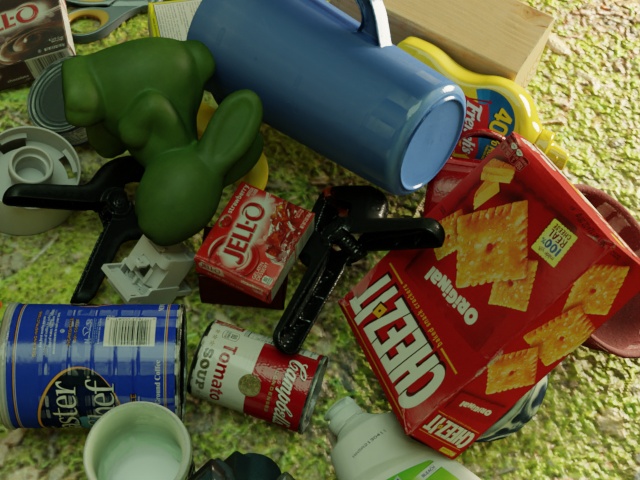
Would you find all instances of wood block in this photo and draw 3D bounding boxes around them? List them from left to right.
[{"bbox_3d":[0.118,-0.214,1.087,0.206,0.090,0.090,29,61,13],"label":"wood block"}]

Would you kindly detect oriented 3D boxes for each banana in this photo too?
[{"bbox_3d":[-0.110,-0.100,1.025,0.069,0.037,0.198,-18,52,-45],"label":"banana"}]

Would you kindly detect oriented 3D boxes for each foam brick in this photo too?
[{"bbox_3d":[-0.068,0.025,0.950,0.078,0.051,0.053,6,59,0],"label":"foam brick"}]

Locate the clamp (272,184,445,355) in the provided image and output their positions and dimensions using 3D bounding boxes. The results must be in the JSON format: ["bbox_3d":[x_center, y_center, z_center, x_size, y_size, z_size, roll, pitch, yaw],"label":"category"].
[{"bbox_3d":[0.030,-0.003,0.917,0.165,0.036,0.210,-33,23,17],"label":"clamp"}]

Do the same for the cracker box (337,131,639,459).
[{"bbox_3d":[0.129,0.039,0.849,0.214,0.072,0.164,-45,39,15],"label":"cracker box"}]

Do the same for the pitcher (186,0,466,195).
[{"bbox_3d":[0.008,-0.151,0.946,0.243,0.149,0.145,34,77,26],"label":"pitcher"}]

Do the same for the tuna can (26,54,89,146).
[{"bbox_3d":[-0.238,-0.134,1.032,0.086,0.033,0.086,-8,64,16],"label":"tuna can"}]

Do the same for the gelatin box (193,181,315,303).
[{"bbox_3d":[-0.056,0.001,0.916,0.073,0.030,0.089,24,61,11],"label":"gelatin box"}]

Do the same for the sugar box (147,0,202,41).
[{"bbox_3d":[-0.085,-0.209,1.098,0.176,0.048,0.093,-7,59,-12],"label":"sugar box"}]

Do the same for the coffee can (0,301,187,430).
[{"bbox_3d":[-0.181,0.101,0.866,0.140,0.103,0.103,0,58,-4],"label":"coffee can"}]

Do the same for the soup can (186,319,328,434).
[{"bbox_3d":[-0.052,0.113,0.887,0.102,0.068,0.068,18,59,7],"label":"soup can"}]

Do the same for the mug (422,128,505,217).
[{"bbox_3d":[0.139,-0.045,0.974,0.081,0.117,0.093,9,19,7],"label":"mug"}]

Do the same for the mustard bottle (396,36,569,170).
[{"bbox_3d":[0.148,-0.116,1.026,0.192,0.096,0.058,27,28,11],"label":"mustard bottle"}]

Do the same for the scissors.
[{"bbox_3d":[-0.189,-0.238,1.126,0.202,0.016,0.096,10,60,3],"label":"scissors"}]

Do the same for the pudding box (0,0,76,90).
[{"bbox_3d":[-0.307,-0.202,1.075,0.113,0.039,0.090,-16,61,-4],"label":"pudding box"}]

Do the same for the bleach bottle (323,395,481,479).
[{"bbox_3d":[0.100,0.216,0.838,0.102,0.068,0.251,-34,64,-22],"label":"bleach bottle"}]

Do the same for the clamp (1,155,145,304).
[{"bbox_3d":[-0.198,-0.034,0.965,0.120,0.039,0.171,53,53,-11],"label":"clamp"}]
